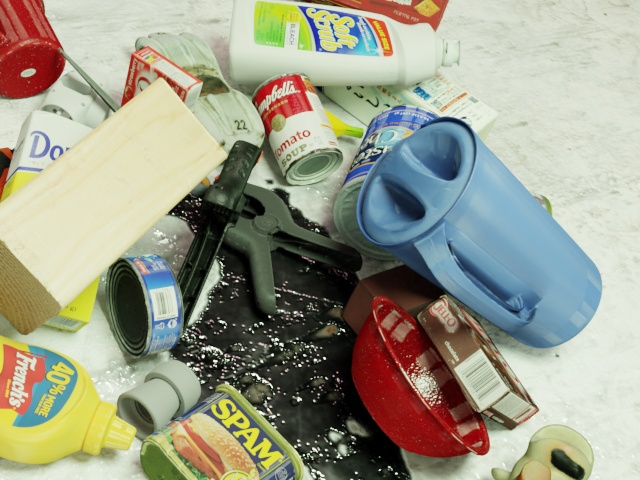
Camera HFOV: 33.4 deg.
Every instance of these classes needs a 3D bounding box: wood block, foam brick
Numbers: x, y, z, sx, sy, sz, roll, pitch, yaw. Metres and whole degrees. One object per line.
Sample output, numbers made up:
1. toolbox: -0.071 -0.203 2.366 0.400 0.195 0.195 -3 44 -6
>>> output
1. wood block: -0.183 -0.029 0.860 0.090 0.091 0.205 49 51 -9
2. foam brick: 0.071 0.062 1.012 0.078 0.053 0.051 -18 56 -36

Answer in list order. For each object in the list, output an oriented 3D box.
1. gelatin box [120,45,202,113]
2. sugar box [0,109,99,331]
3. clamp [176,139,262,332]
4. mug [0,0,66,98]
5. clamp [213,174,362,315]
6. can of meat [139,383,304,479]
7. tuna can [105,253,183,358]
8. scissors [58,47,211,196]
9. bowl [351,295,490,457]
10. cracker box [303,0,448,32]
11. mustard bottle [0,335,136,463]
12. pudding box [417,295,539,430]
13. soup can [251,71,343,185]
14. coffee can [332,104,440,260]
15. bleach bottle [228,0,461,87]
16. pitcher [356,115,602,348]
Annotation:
1. gelatin box: -0.165 -0.141 1.088 0.073 0.089 0.030 35 42 13
2. sugar box: -0.227 -0.018 0.913 0.093 0.048 0.176 20 64 -26
3. clamp: -0.086 -0.035 0.952 0.036 0.165 0.209 23 44 -4
4. mug: -0.313 -0.204 1.075 0.093 0.117 0.081 -33 64 1
5. clamp: -0.057 0.001 1.029 0.172 0.039 0.120 35 44 24
6. can of meat: -0.078 0.174 0.828 0.102 0.057 0.083 43 47 20
7. tuna can: -0.148 0.054 0.897 0.033 0.086 0.086 -9 51 -33
8. scissors: -0.189 -0.108 1.039 0.201 0.016 0.096 41 21 -13
9. bowl: 0.076 0.128 0.913 0.162 0.055 0.162 48 15 -18
10. cracker box: 0.058 -0.304 1.300 0.164 0.072 0.214 18 10 -7
11. mustard bottle: -0.233 0.119 0.814 0.191 0.058 0.096 21 37 -3
12. pudding box: 0.144 0.112 0.973 0.090 0.039 0.113 34 23 -55
13. soup can: -0.024 -0.118 1.129 0.068 0.069 0.102 -9 64 -31
14. coffee can: 0.079 -0.061 1.106 0.103 0.103 0.140 24 41 0
15. bleach bottle: 0.028 -0.217 1.177 0.251 0.068 0.102 2 58 1
16. pitcher: 0.157 0.011 0.987 0.242 0.145 0.149 37 75 -34
